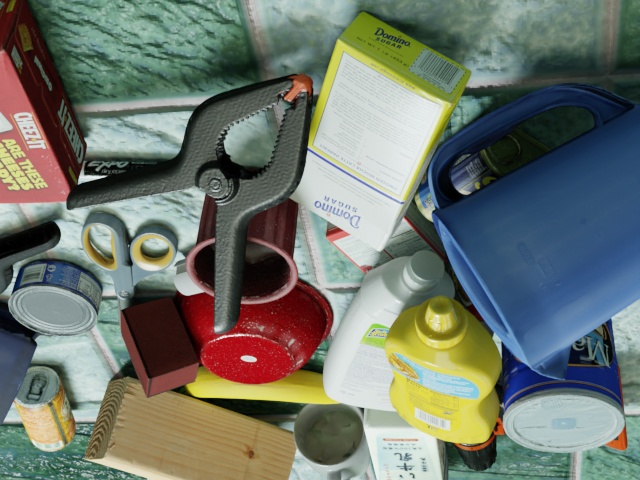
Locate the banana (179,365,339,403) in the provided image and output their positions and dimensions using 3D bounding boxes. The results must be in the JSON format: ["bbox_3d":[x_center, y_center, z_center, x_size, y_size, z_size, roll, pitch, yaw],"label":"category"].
[{"bbox_3d":[-0.061,0.152,1.137,0.198,0.037,0.069,2,170,9],"label":"banana"}]

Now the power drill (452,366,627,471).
[{"bbox_3d":[0.226,0.189,1.129,0.188,0.057,0.184,-6,140,14],"label":"power drill"}]

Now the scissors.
[{"bbox_3d":[-0.170,0.041,1.021,0.096,0.016,0.202,-2,141,9],"label":"scissors"}]

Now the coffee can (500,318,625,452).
[{"bbox_3d":[0.213,0.104,0.955,0.103,0.140,0.103,3,142,2],"label":"coffee can"}]

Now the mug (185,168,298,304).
[{"bbox_3d":[-0.056,0.001,0.904,0.093,0.081,0.117,-15,137,24],"label":"mug"}]

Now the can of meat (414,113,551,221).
[{"bbox_3d":[0.138,-0.042,0.849,0.102,0.057,0.084,27,139,-26],"label":"can of meat"}]

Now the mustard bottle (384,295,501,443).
[{"bbox_3d":[0.101,0.102,0.884,0.096,0.058,0.191,21,152,20],"label":"mustard bottle"}]

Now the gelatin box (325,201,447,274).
[{"bbox_3d":[0.058,-0.003,0.927,0.073,0.030,0.089,-21,138,29],"label":"gelatin box"}]

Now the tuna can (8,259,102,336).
[{"bbox_3d":[-0.256,0.056,1.035,0.086,0.033,0.086,3,142,2],"label":"tuna can"}]

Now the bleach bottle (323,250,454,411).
[{"bbox_3d":[0.071,0.081,0.972,0.102,0.068,0.251,8,150,-8],"label":"bleach bottle"}]

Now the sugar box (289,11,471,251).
[{"bbox_3d":[0.039,-0.077,0.803,0.093,0.048,0.176,31,144,7],"label":"sugar box"}]

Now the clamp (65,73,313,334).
[{"bbox_3d":[-0.071,-0.036,0.805,0.210,0.036,0.164,-40,99,20],"label":"clamp"}]

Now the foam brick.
[{"bbox_3d":[-0.157,0.103,1.034,0.051,0.078,0.053,-18,156,-20],"label":"foam brick"}]

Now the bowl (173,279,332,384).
[{"bbox_3d":[-0.069,0.095,1.046,0.162,0.055,0.162,3,142,2],"label":"bowl"}]

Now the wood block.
[{"bbox_3d":[-0.140,0.226,1.173,0.205,0.091,0.090,23,160,-20],"label":"wood block"}]

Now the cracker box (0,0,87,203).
[{"bbox_3d":[-0.306,-0.101,0.812,0.214,0.072,0.164,-2,143,7],"label":"cracker box"}]

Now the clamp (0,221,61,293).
[{"bbox_3d":[-0.325,0.009,0.979,0.120,0.039,0.172,29,136,-24],"label":"clamp"}]

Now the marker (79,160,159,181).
[{"bbox_3d":[-0.178,-0.057,0.894,0.121,0.020,0.020,2,142,4],"label":"marker"}]

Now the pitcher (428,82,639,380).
[{"bbox_3d":[0.204,-0.031,0.751,0.243,0.145,0.149,-31,134,1],"label":"pitcher"}]
